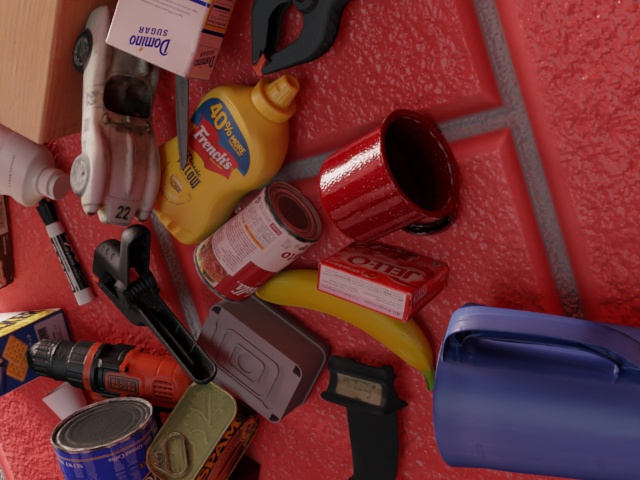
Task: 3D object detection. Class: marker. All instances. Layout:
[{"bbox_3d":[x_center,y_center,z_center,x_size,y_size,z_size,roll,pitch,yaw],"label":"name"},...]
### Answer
[{"bbox_3d":[-0.274,0.011,1.141,0.020,0.020,0.121,-19,97,36],"label":"marker"}]

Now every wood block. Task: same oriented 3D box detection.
[{"bbox_3d":[-0.253,-0.208,1.002,0.091,0.090,0.206,28,120,21],"label":"wood block"}]

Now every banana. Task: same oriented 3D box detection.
[{"bbox_3d":[0.025,0.066,0.960,0.198,0.037,0.070,29,120,21],"label":"banana"}]

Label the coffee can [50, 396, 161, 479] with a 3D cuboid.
[{"bbox_3d":[-0.198,0.242,1.059,0.103,0.102,0.140,0,112,33],"label":"coffee can"}]

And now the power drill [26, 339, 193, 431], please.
[{"bbox_3d":[-0.222,0.196,1.134,0.184,0.057,0.188,9,116,14],"label":"power drill"}]

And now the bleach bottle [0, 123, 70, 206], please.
[{"bbox_3d":[-0.374,-0.089,1.142,0.251,0.068,0.103,21,116,22],"label":"bleach bottle"}]

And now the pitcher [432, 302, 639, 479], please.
[{"bbox_3d":[0.211,0.116,0.800,0.243,0.149,0.145,3,98,28],"label":"pitcher"}]

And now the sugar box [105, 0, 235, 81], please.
[{"bbox_3d":[-0.112,-0.234,0.905,0.093,0.048,0.176,27,106,23],"label":"sugar box"}]

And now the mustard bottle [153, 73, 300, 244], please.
[{"bbox_3d":[-0.082,-0.084,0.958,0.192,0.058,0.096,-41,71,35],"label":"mustard bottle"}]

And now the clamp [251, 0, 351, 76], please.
[{"bbox_3d":[-0.012,-0.214,0.877,0.172,0.039,0.120,-44,75,28],"label":"clamp"}]

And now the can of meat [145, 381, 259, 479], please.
[{"bbox_3d":[-0.110,0.193,1.036,0.057,0.084,0.102,30,82,23],"label":"can of meat"}]

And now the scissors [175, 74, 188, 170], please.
[{"bbox_3d":[-0.108,-0.171,0.939,0.096,0.016,0.202,-18,82,27],"label":"scissors"}]

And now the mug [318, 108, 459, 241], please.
[{"bbox_3d":[0.061,-0.042,0.874,0.117,0.093,0.082,36,138,-28],"label":"mug"}]

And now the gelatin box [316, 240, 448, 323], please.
[{"bbox_3d":[0.053,0.031,0.906,0.089,0.073,0.030,18,117,26],"label":"gelatin box"}]

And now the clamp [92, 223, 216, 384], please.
[{"bbox_3d":[-0.178,0.039,1.021,0.210,0.036,0.164,25,140,54],"label":"clamp"}]

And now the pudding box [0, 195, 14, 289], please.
[{"bbox_3d":[-0.391,-0.007,1.197,0.090,0.039,0.113,15,115,28],"label":"pudding box"}]

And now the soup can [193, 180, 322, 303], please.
[{"bbox_3d":[-0.056,0.001,0.962,0.102,0.068,0.068,-39,85,28],"label":"soup can"}]
